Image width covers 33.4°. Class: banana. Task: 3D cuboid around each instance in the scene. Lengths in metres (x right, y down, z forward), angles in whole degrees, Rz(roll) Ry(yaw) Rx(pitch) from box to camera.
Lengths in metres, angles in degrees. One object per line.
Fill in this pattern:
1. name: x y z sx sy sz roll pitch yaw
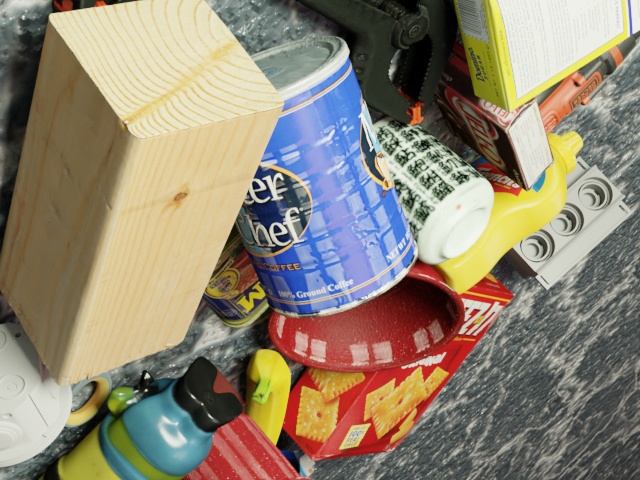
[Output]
1. banana: -0.052 0.144 0.933 0.198 0.037 0.069 96 19 -59

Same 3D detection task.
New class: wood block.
1. wood block: -0.107 -0.022 0.589 0.090 0.090 0.206 -19 151 -37

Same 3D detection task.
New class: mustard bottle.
1. mustard bottle: 0.155 -0.036 0.926 0.191 0.096 0.058 -36 129 -16

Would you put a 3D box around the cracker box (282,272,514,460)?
1. cracker box: 0.075 0.111 1.034 0.214 0.072 0.163 -55 150 14

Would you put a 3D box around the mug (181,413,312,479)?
1. mug: -0.070 0.200 0.844 0.093 0.082 0.117 -8 135 -45

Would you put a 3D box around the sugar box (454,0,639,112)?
1. sugar box: 0.176 -0.173 0.731 0.176 0.048 0.093 -33 130 -18

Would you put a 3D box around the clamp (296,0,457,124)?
1. clamp: 0.043 -0.146 0.708 0.164 0.036 0.210 -32 148 -20

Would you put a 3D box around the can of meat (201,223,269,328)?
1. can of meat: -0.055 0.001 0.749 0.102 0.057 0.084 -44 148 -4

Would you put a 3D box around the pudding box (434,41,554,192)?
1. pudding box: 0.132 -0.096 0.829 0.039 0.090 0.113 -46 151 0

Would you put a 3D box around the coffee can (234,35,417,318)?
1. coffee can: -0.010 -0.039 0.649 0.102 0.103 0.140 -32 115 -23

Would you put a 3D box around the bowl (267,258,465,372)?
1. bowl: 0.036 0.048 0.880 0.162 0.055 0.162 -3 144 -2
